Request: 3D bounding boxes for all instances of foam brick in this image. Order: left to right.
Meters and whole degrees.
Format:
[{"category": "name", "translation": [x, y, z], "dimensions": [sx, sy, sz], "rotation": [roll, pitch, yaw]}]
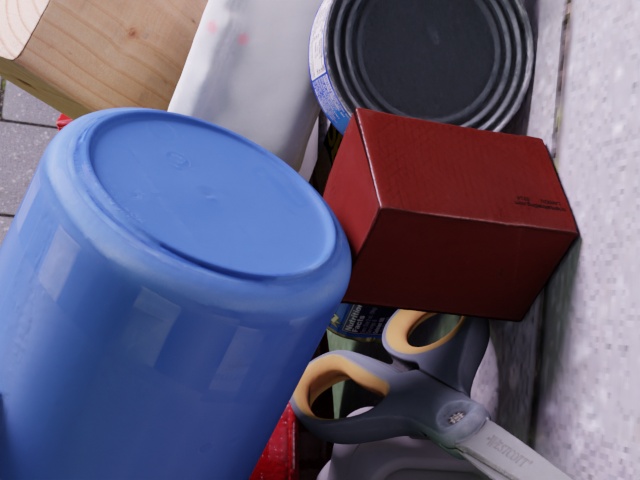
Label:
[{"category": "foam brick", "translation": [0.044, -0.008, 0.393], "dimensions": [0.051, 0.078, 0.053], "rotation": [114, 157, -43]}]

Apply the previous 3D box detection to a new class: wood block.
[{"category": "wood block", "translation": [-0.107, -0.104, 0.597], "dimensions": [0.091, 0.205, 0.090], "rotation": [23, 85, 32]}]

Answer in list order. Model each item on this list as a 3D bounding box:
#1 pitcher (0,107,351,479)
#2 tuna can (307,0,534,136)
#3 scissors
[{"category": "pitcher", "translation": [-0.094, 0.076, 0.394], "dimensions": [0.243, 0.145, 0.149], "rotation": [-61, 7, 29]}, {"category": "tuna can", "translation": [0.039, -0.074, 0.425], "dimensions": [0.034, 0.086, 0.086], "rotation": [176, 100, -76]}, {"category": "scissors", "translation": [0.058, 0.052, 0.379], "dimensions": [0.202, 0.096, 0.016], "rotation": [1, 129, 57]}]
